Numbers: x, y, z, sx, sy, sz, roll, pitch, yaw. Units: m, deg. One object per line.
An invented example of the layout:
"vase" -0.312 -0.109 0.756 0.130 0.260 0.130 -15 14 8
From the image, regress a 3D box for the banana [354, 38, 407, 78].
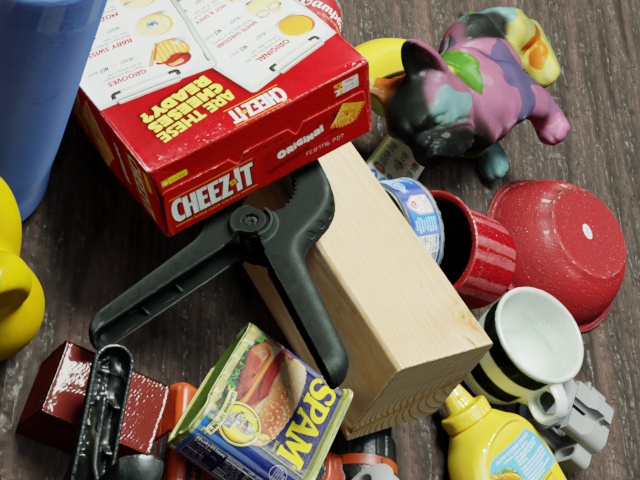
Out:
"banana" 0.039 -0.140 0.963 0.069 0.037 0.197 57 48 -22

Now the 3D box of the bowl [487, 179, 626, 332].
"bowl" 0.235 0.003 1.006 0.161 0.055 0.162 16 58 -27

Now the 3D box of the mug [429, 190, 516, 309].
"mug" 0.105 0.023 0.886 0.081 0.093 0.117 16 96 -50

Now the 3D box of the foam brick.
"foam brick" -0.146 0.109 0.690 0.078 0.053 0.051 28 53 -20

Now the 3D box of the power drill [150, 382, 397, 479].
"power drill" -0.027 0.159 0.742 0.187 0.057 0.184 19 53 -24

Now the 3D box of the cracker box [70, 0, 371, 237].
"cracker box" -0.090 -0.118 0.742 0.164 0.072 0.214 -29 52 -17

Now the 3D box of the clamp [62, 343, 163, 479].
"clamp" -0.131 0.156 0.606 0.039 0.120 0.171 14 103 -20

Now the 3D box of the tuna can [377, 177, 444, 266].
"tuna can" 0.056 -0.005 0.835 0.033 0.086 0.086 -9 72 -34

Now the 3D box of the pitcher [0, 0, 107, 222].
"pitcher" -0.204 -0.121 0.646 0.144 0.243 0.149 -31 79 -39

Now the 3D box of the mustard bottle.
"mustard bottle" 0.154 0.197 0.846 0.096 0.058 0.191 -30 86 -42

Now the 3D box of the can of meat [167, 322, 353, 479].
"can of meat" -0.038 0.114 0.684 0.084 0.058 0.102 37 44 -7

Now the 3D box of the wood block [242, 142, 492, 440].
"wood block" 0.019 0.029 0.783 0.090 0.090 0.206 -9 54 -38

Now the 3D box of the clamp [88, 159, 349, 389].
"clamp" -0.055 0.001 0.703 0.164 0.036 0.210 3 52 7
